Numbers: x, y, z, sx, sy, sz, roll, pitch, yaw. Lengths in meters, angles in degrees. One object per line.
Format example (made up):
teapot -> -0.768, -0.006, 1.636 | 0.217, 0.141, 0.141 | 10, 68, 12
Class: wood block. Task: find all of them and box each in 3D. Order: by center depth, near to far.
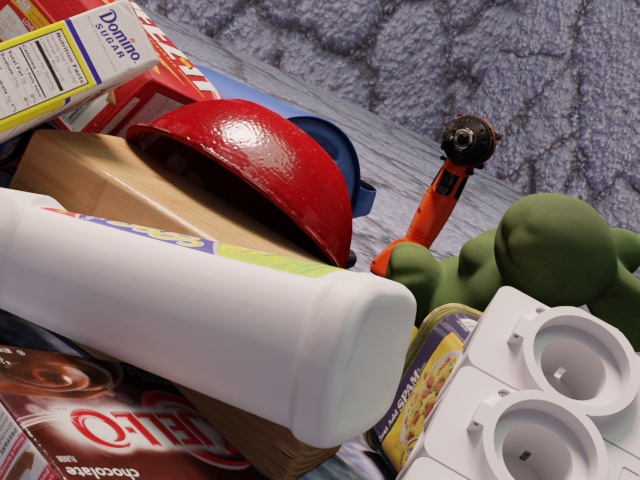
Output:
wood block -> -0.069, 0.029, 0.570 | 0.206, 0.091, 0.090 | 31, 12, 17

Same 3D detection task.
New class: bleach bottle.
bleach bottle -> -0.090, 0.019, 0.474 | 0.251, 0.068, 0.102 | 15, 3, 20

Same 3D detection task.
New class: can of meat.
can of meat -> 0.078, 0.099, 0.579 | 0.057, 0.102, 0.084 | 23, 14, -27

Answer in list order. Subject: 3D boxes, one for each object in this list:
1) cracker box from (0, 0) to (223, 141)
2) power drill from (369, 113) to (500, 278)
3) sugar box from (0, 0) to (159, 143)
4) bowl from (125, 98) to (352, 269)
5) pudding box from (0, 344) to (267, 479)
cracker box -> -0.158, -0.136, 0.746 | 0.164, 0.072, 0.213 | 48, 8, 6
power drill -> 0.121, -0.041, 1.092 | 0.057, 0.188, 0.184 | 31, 10, 10
sugar box -> -0.177, -0.068, 0.541 | 0.175, 0.094, 0.048 | -37, 104, -41
bowl -> -0.037, -0.035, 0.643 | 0.162, 0.055, 0.162 | 33, -17, 11
pudding box -> -0.086, 0.082, 0.418 | 0.090, 0.039, 0.113 | 36, 13, 37
